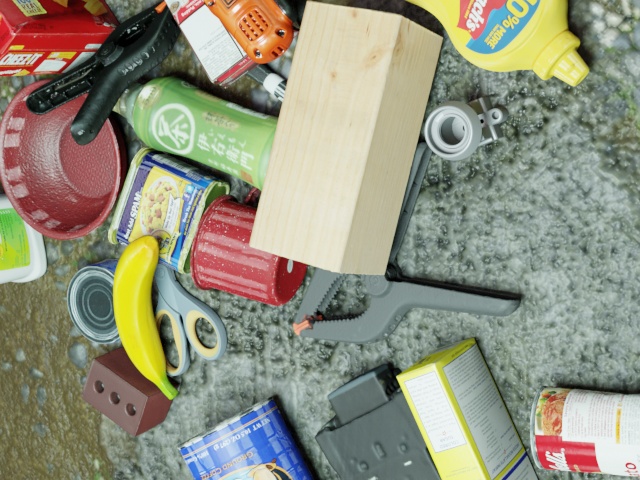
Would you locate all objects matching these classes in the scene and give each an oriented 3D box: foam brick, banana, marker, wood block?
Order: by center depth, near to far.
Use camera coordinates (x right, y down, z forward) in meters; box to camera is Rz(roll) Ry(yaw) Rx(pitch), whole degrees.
[{"bbox_3d":[0.021,-0.082,0.883,0.090,0.090,0.206,16,96,30],"label":"wood block"},{"bbox_3d":[-0.023,-0.128,0.967,0.121,0.020,0.020,38,116,17],"label":"marker"},{"bbox_3d":[-0.171,0.066,1.034,0.070,0.037,0.198,18,132,26],"label":"banana"},{"bbox_3d":[-0.197,0.156,1.103,0.078,0.051,0.053,30,113,21],"label":"foam brick"}]

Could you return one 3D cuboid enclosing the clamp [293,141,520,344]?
[{"bbox_3d":[0.055,0.021,0.942,0.210,0.036,0.164,-26,82,30],"label":"clamp"}]

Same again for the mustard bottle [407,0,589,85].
[{"bbox_3d":[0.136,-0.191,0.842,0.192,0.058,0.096,45,113,14],"label":"mustard bottle"}]

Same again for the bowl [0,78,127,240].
[{"bbox_3d":[-0.251,-0.084,1.082,0.162,0.055,0.162,6,103,28],"label":"bowl"}]

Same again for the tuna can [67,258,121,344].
[{"bbox_3d":[-0.221,0.064,1.108,0.086,0.033,0.086,6,103,28],"label":"tuna can"}]

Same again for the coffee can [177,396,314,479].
[{"bbox_3d":[-0.059,0.234,1.011,0.103,0.102,0.140,-31,84,30],"label":"coffee can"}]

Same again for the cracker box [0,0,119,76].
[{"bbox_3d":[-0.304,-0.260,1.014,0.072,0.164,0.214,-38,81,28],"label":"cracker box"}]

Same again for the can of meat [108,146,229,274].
[{"bbox_3d":[-0.144,-0.028,1.025,0.084,0.057,0.102,25,103,16],"label":"can of meat"}]

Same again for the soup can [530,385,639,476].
[{"bbox_3d":[0.227,0.153,0.854,0.102,0.068,0.068,-1,99,29],"label":"soup can"}]

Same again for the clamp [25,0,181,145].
[{"bbox_3d":[-0.200,-0.163,1.000,0.120,0.171,0.039,23,154,39],"label":"clamp"}]

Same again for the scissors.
[{"bbox_3d":[-0.141,0.039,1.069,0.096,0.016,0.202,2,101,27],"label":"scissors"}]

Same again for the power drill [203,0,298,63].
[{"bbox_3d":[-0.038,-0.271,0.899,0.188,0.057,0.184,-39,80,14],"label":"power drill"}]

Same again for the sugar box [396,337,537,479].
[{"bbox_3d":[0.132,0.177,0.898,0.048,0.093,0.176,-22,88,31],"label":"sugar box"}]

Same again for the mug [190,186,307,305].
[{"bbox_3d":[-0.056,0.001,0.980,0.082,0.093,0.117,16,71,21],"label":"mug"}]

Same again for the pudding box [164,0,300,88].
[{"bbox_3d":[-0.083,-0.208,0.960,0.090,0.039,0.113,-33,80,16],"label":"pudding box"}]

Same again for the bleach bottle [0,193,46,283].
[{"bbox_3d":[-0.388,0.015,1.066,0.068,0.250,0.102,-5,97,30],"label":"bleach bottle"}]
